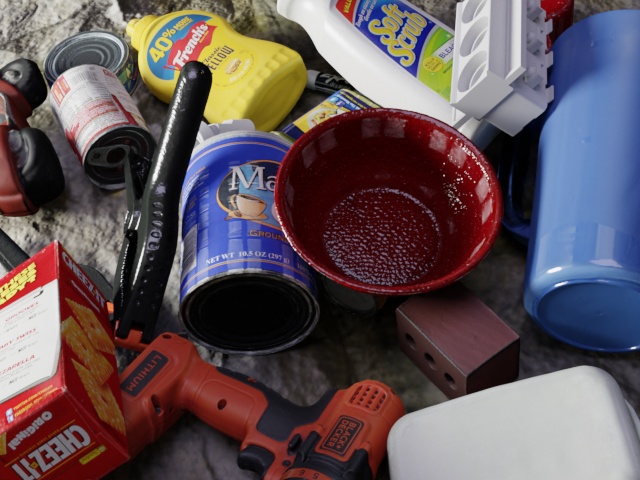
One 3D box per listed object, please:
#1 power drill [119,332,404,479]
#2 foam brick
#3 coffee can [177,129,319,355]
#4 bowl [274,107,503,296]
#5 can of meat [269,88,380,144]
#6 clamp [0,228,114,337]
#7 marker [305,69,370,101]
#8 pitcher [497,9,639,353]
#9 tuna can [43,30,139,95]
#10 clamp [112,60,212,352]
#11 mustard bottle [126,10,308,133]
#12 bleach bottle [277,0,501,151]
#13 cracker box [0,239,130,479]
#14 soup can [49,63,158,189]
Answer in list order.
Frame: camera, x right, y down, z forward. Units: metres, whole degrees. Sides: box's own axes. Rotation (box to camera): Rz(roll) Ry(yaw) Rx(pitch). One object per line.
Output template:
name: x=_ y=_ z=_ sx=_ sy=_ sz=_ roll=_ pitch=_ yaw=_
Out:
power drill: x=-0.058 y=0.141 z=0.703 sx=0.188 sy=0.057 sz=0.184 roll=18 pitch=37 yaw=20
foam brick: x=0.097 y=0.072 z=0.758 sx=0.051 sy=0.053 sz=0.078 roll=-33 pitch=53 yaw=-18
coffee can: x=-0.055 y=0.001 z=0.809 sx=0.103 sy=0.103 sz=0.140 roll=-7 pitch=50 yaw=3
bowl: x=0.047 y=-0.018 z=0.768 sx=0.162 sy=0.055 sz=0.162 roll=1 pitch=56 yaw=-2
can of meat: x=0.020 y=-0.073 z=0.890 sx=0.083 sy=0.057 sz=0.102 roll=-38 pitch=55 yaw=-24
clamp: x=-0.227 y=0.039 z=0.848 sx=0.171 sy=0.039 sz=0.120 roll=6 pitch=56 yaw=6
marker: x=0.015 y=-0.140 z=0.971 sx=0.121 sy=0.020 sz=0.020 roll=18 pitch=55 yaw=23
pitcher: x=0.211 y=-0.041 z=0.797 sx=0.145 sy=0.149 sz=0.242 roll=16 pitch=57 yaw=2
tuna can: x=-0.219 y=-0.161 z=1.016 sx=0.086 sy=0.034 sz=0.086 roll=-5 pitch=50 yaw=5
clamp: x=-0.131 y=-0.014 z=0.814 sx=0.036 sy=0.165 sz=0.210 roll=15 pitch=68 yaw=-20
mustard bottle: x=-0.110 y=-0.163 z=0.984 sx=0.192 sy=0.058 sz=0.096 roll=31 pitch=74 yaw=30
bleach bottle: x=0.047 y=-0.166 z=0.911 sx=0.251 sy=0.068 sz=0.102 roll=37 pitch=58 yaw=13
cracker box: x=-0.215 y=0.108 z=0.696 sx=0.164 sy=0.072 sz=0.214 roll=-34 pitch=27 yaw=1
soup can: x=-0.192 y=-0.102 z=0.940 sx=0.068 sy=0.068 sz=0.102 roll=-26 pitch=51 yaw=-12
